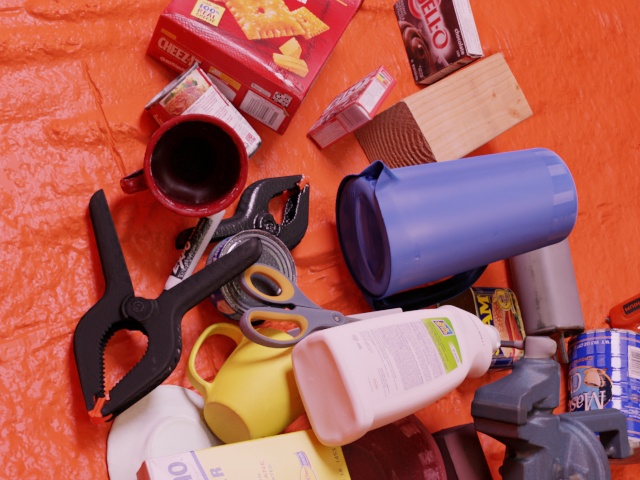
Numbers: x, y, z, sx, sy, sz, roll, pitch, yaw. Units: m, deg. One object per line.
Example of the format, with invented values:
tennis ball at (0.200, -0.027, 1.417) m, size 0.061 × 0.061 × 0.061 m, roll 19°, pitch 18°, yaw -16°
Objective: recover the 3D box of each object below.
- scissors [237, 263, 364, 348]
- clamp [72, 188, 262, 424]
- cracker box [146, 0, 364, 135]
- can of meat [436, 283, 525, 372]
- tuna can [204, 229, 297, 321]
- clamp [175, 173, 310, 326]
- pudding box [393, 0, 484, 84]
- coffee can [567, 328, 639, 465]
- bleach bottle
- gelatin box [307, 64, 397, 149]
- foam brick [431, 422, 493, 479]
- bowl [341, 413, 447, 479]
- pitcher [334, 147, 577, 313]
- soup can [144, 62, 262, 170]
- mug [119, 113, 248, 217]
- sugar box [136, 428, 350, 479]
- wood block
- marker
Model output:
scissors at (-0.001, 0.061, 1.010) m, size 0.201 × 0.016 × 0.096 m, roll -3°, pitch 57°, yaw -44°
clamp at (-0.166, 0.056, 0.938) m, size 0.164 × 0.036 × 0.210 m, roll 23°, pitch 68°, yaw 8°
cracker box at (-0.057, -0.237, 1.116) m, size 0.164 × 0.072 × 0.213 m, roll 31°, pitch 54°, yaw -5°
can of meat at (0.187, 0.102, 1.225) m, size 0.083 × 0.058 × 0.102 m, roll 4°, pitch 70°, yaw -41°
tuna can at (-0.067, 0.034, 1.015) m, size 0.086 × 0.034 × 0.086 m, roll 7°, pitch 76°, yaw -31°
clamp at (-0.057, 0.001, 1.073) m, size 0.171 × 0.039 × 0.120 m, roll -42°, pitch 108°, yaw -35°
pudding box at (0.145, -0.259, 1.309) m, size 0.039 × 0.090 × 0.113 m, roll -8°, pitch 79°, yaw -42°
coffee can at (0.352, 0.191, 1.295) m, size 0.102 × 0.103 × 0.140 m, roll 24°, pitch 59°, yaw -31°
bleach bottle at (0.089, 0.117, 1.003) m, size 0.250 × 0.068 × 0.102 m, roll -6°, pitch 70°, yaw -45°
gelatin box at (0.034, -0.146, 1.172) m, size 0.030 × 0.089 × 0.073 m, roll 46°, pitch 50°, yaw -15°
foam brick at (0.142, 0.240, 1.133) m, size 0.051 × 0.053 × 0.078 m, roll -12°, pitch 81°, yaw -42°
bowl at (0.050, 0.242, 1.054) m, size 0.161 × 0.055 × 0.162 m, roll 16°, pitch 63°, yaw -35°
pitcher at (0.146, -0.017, 1.143) m, size 0.242 × 0.149 × 0.145 m, roll -12°, pitch 77°, yaw -20°
soup can at (-0.114, -0.114, 1.050) m, size 0.102 × 0.069 × 0.068 m, roll 49°, pitch 49°, yaw -15°
mug at (-0.127, -0.068, 0.977) m, size 0.117 × 0.081 × 0.093 m, roll -23°, pitch 104°, yaw -5°
sugar box at (-0.060, 0.220, 0.912) m, size 0.175 × 0.048 × 0.093 m, roll -6°, pitch 63°, yaw -27°
wood block at (0.149, -0.142, 1.265) m, size 0.205 × 0.091 × 0.090 m, roll -31°, pitch 94°, yaw -42°
marker at (-0.124, 0.020, 0.995) m, size 0.020 × 0.020 × 0.121 m, roll 34°, pitch 75°, yaw -26°
